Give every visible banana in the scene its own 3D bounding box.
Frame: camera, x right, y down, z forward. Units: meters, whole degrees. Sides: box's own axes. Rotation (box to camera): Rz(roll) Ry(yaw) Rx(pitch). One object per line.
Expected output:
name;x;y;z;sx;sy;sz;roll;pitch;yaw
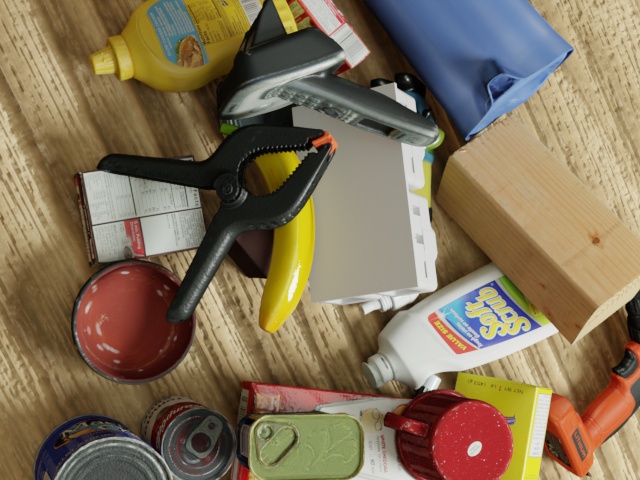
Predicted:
banana;-0.038;-0.018;0.962;0.070;0.037;0.198;-14;78;13

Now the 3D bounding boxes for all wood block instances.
wood block;0.220;-0.013;1.060;0.090;0.090;0.206;-33;69;-20

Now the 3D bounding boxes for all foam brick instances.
foam brick;-0.057;0.001;1.016;0.051;0.078;0.053;-42;102;-14

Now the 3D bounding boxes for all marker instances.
marker;0.089;0.192;1.096;0.020;0.020;0.121;31;79;-17

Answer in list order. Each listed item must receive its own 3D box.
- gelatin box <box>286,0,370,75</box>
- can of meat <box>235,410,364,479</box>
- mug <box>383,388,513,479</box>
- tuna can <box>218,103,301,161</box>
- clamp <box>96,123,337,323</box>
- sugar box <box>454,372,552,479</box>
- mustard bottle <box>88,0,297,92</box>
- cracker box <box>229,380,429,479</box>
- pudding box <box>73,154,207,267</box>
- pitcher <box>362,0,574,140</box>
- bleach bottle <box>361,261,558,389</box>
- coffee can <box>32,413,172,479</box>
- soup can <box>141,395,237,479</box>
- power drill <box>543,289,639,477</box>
gelatin box;0.000;-0.204;1.043;0.030;0.073;0.089;-43;102;-17
can of meat;-0.021;0.179;0.941;0.102;0.084;0.057;1;84;-15
mug;0.114;0.180;0.977;0.117;0.082;0.093;23;80;-12
tuna can;-0.055;-0.120;1.042;0.086;0.034;0.086;0;89;-20
clamp;-0.078;-0.031;0.934;0.210;0.036;0.164;-20;82;7
sugar box;0.173;0.229;1.084;0.048;0.093;0.176;20;78;-53
mustard bottle;-0.123;-0.188;1.002;0.191;0.058;0.096;-18;72;-19
cracker box;0.020;0.227;1.029;0.213;0.072;0.164;8;84;-13
pudding box;-0.166;-0.028;0.998;0.113;0.039;0.090;-10;91;-22
pitcher;0.123;-0.229;1.047;0.144;0.149;0.243;-36;84;-25
bleach bottle;0.159;0.089;1.097;0.250;0.068;0.102;-26;89;-18
coffee can;-0.192;0.211;0.929;0.102;0.140;0.103;0;89;-20
soup can;-0.122;0.180;0.975;0.068;0.102;0.068;0;89;-20
power drill;0.310;0.147;1.131;0.187;0.057;0.184;-35;122;-14
